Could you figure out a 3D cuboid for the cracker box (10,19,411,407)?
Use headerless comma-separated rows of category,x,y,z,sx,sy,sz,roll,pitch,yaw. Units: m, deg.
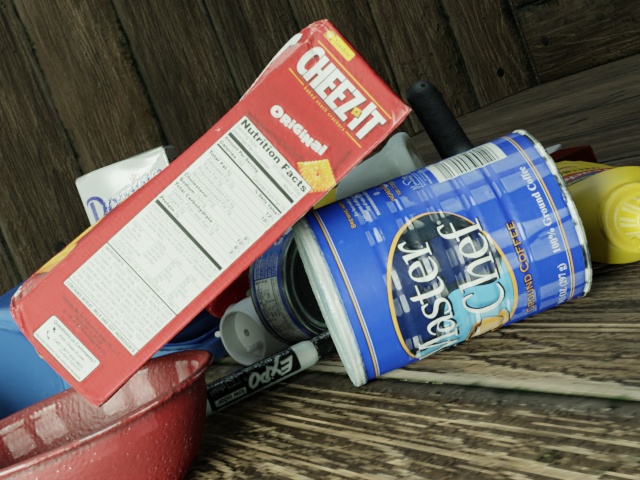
cracker box,-0.065,-0.018,0.588,0.213,0.072,0.164,-44,8,-5

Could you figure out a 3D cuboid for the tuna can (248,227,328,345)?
tuna can,-0.008,0.030,0.752,0.034,0.086,0.085,-14,9,41

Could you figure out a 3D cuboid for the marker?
marker,-0.032,0.083,0.677,0.121,0.020,0.020,-23,6,-21

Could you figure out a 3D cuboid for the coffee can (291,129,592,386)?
coffee can,0.066,0.009,0.602,0.140,0.103,0.103,-21,6,-4

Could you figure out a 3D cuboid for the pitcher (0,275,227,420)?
pitcher,-0.164,0.065,0.843,0.149,0.145,0.242,-33,3,28

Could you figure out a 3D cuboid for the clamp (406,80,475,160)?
clamp,0.118,-0.053,0.843,0.039,0.120,0.172,-32,37,-12

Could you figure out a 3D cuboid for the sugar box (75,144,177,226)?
sugar box,-0.153,0.009,0.991,0.093,0.176,0.048,-20,6,9

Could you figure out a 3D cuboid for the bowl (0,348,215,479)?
bowl,-0.120,0.112,0.545,0.162,0.055,0.162,-21,6,2
